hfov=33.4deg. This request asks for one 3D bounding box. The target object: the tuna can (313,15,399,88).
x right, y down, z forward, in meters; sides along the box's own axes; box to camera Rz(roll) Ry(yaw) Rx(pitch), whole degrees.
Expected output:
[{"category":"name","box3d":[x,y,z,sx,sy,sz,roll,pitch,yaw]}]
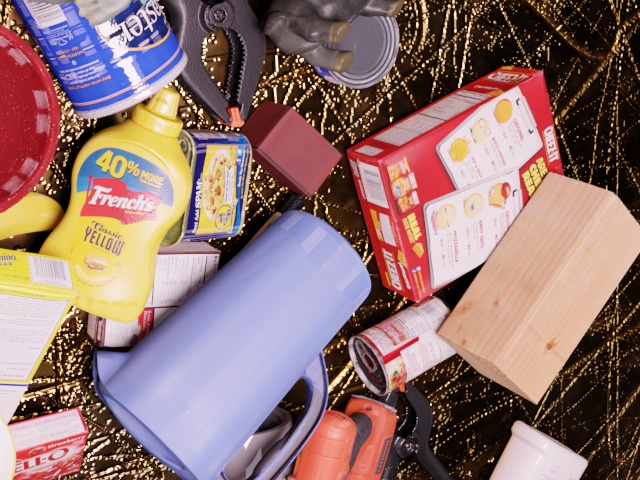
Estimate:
[{"category":"tuna can","box3d":[0.030,-0.188,1.007,0.086,0.034,0.086,-9,109,-29]}]

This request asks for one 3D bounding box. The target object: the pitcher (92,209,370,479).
[{"category":"pitcher","box3d":[-0.063,0.097,0.932,0.242,0.145,0.149,-45,143,-19]}]

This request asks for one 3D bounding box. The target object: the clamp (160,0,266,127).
[{"category":"clamp","box3d":[-0.088,-0.205,0.929,0.164,0.036,0.210,-27,117,-23]}]

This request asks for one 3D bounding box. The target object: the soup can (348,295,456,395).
[{"category":"soup can","box3d":[0.089,0.108,1.108,0.102,0.069,0.068,-26,116,-23]}]

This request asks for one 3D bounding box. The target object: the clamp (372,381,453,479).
[{"category":"clamp","box3d":[0.097,0.222,1.162,0.120,0.039,0.171,-6,107,-31]}]

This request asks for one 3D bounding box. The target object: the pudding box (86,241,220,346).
[{"category":"pudding box","box3d":[-0.150,0.048,0.964,0.113,0.039,0.090,-1,104,-34]}]

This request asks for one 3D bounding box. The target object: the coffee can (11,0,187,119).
[{"category":"coffee can","box3d":[-0.181,-0.182,0.840,0.102,0.103,0.140,-36,119,-18]}]

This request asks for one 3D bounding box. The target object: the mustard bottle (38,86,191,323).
[{"category":"mustard bottle","box3d":[-0.159,-0.035,0.871,0.096,0.058,0.192,24,102,-1]}]

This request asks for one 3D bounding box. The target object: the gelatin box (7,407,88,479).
[{"category":"gelatin box","box3d":[-0.251,0.185,0.925,0.089,0.030,0.073,-12,147,-28]}]

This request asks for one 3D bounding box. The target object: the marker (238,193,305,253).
[{"category":"marker","box3d":[-0.057,0.001,1.018,0.121,0.020,0.020,-49,122,-10]}]

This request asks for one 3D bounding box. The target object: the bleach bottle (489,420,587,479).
[{"category":"bleach bottle","box3d":[0.212,0.343,1.254,0.102,0.068,0.251,31,89,-33]}]

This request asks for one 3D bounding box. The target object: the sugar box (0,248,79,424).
[{"category":"sugar box","box3d":[-0.269,0.081,0.850,0.093,0.048,0.176,12,132,-33]}]

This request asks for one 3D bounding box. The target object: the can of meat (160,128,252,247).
[{"category":"can of meat","box3d":[-0.108,-0.049,0.936,0.083,0.058,0.102,-7,109,-53]}]

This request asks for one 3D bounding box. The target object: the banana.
[{"category":"banana","box3d":[-0.281,0.007,0.857,0.197,0.037,0.069,-29,109,-34]}]

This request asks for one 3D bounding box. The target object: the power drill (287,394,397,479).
[{"category":"power drill","box3d":[0.014,0.239,1.045,0.187,0.057,0.184,-20,127,-71]}]

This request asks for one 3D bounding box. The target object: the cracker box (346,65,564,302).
[{"category":"cracker box","box3d":[0.143,-0.061,1.090,0.213,0.072,0.164,-30,119,-22]}]

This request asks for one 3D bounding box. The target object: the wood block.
[{"category":"wood block","box3d":[0.226,0.046,1.078,0.090,0.090,0.206,42,81,-39]}]

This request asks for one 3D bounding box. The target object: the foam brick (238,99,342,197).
[{"category":"foam brick","box3d":[-0.031,-0.086,0.989,0.078,0.053,0.051,41,82,-34]}]

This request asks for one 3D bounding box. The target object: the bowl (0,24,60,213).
[{"category":"bowl","box3d":[-0.288,-0.096,0.828,0.161,0.055,0.162,-9,108,-29]}]
